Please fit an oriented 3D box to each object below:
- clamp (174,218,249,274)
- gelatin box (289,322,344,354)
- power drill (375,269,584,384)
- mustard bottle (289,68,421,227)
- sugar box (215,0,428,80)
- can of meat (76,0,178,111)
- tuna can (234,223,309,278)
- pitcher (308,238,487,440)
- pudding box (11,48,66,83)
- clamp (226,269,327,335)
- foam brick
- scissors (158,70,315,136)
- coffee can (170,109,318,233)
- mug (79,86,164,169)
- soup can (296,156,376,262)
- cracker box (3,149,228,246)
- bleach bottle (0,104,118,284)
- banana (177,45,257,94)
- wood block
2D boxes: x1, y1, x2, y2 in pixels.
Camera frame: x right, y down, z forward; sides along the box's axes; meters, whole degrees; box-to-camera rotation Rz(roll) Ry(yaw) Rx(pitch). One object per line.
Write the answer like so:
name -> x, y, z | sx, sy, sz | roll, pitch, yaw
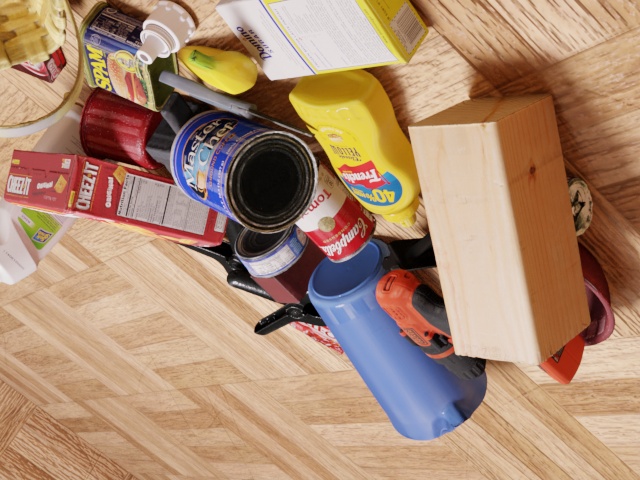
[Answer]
clamp -> -0.115, 0.018, 1.402 | 0.165, 0.036, 0.209 | -11, 134, 43
gelatin box -> 0.003, 0.112, 1.452 | 0.089, 0.030, 0.073 | 29, 154, 6
power drill -> 0.168, 0.098, 1.084 | 0.188, 0.057, 0.184 | 3, 149, 46
mustard bottle -> 0.050, -0.081, 1.030 | 0.096, 0.058, 0.191 | 11, 147, 40
sugar box -> -0.002, -0.190, 0.913 | 0.177, 0.048, 0.093 | 6, 144, 49
can of meat -> -0.199, -0.190, 1.118 | 0.084, 0.057, 0.102 | 24, 153, 12
tuna can -> -0.058, 0.002, 1.263 | 0.086, 0.086, 0.033 | 5, 142, 44
pitcher -> 0.084, 0.110, 1.266 | 0.149, 0.145, 0.242 | -8, 131, 37
pudding box -> -0.357, -0.237, 1.230 | 0.114, 0.039, 0.090 | 24, 154, 17
clamp -> -0.037, 0.075, 1.378 | 0.172, 0.039, 0.120 | -10, 139, 27
foam brick -> -0.036, 0.030, 1.299 | 0.051, 0.078, 0.053 | 45, 154, -25
scissors -> -0.092, -0.136, 1.051 | 0.096, 0.016, 0.202 | 19, -176, -34
coffee can -> -0.080, -0.073, 1.090 | 0.102, 0.102, 0.140 | 49, 168, -31
mug -> -0.211, -0.138, 1.202 | 0.082, 0.093, 0.117 | 16, 114, 21
soup can -> 0.004, -0.034, 1.149 | 0.102, 0.068, 0.069 | 46, 151, -26
cracker box -> -0.238, -0.049, 1.259 | 0.213, 0.072, 0.164 | 13, 177, -40
bleach bottle -> -0.351, -0.045, 1.315 | 0.102, 0.250, 0.068 | 46, 151, -26
banana -> -0.096, -0.166, 1.010 | 0.069, 0.037, 0.198 | 32, -179, -14
wood block -> 0.153, -0.011, 0.899 | 0.090, 0.090, 0.206 | 3, 112, 44
